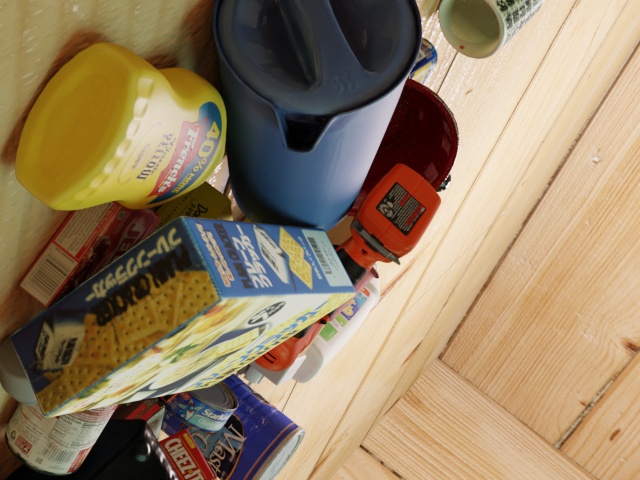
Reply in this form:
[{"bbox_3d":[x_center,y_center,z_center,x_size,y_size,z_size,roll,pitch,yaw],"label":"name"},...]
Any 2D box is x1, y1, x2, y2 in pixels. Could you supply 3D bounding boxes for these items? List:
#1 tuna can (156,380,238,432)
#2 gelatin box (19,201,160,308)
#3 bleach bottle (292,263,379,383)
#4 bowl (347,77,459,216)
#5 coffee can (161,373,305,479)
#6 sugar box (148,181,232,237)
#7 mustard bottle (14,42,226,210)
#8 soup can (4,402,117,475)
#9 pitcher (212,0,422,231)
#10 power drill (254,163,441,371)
[{"bbox_3d":[-0.129,0.158,1.098,0.034,0.086,0.086,-54,167,10],"label":"tuna can"},{"bbox_3d":[-0.157,0.007,0.738,0.089,0.030,0.073,-53,166,1],"label":"gelatin box"},{"bbox_3d":[0.009,0.082,1.382,0.068,0.102,0.250,-52,176,35],"label":"bleach bottle"},{"bbox_3d":[0.042,-0.098,0.969,0.055,0.162,0.162,-93,-158,-48],"label":"bowl"},{"bbox_3d":[-0.102,0.210,1.196,0.102,0.140,0.103,-49,166,-17],"label":"coffee can"},{"bbox_3d":[-0.113,0.023,0.893,0.093,0.048,0.176,-49,165,-17],"label":"sugar box"},{"bbox_3d":[-0.107,-0.064,0.668,0.096,0.058,0.191,-57,167,10],"label":"mustard bottle"},{"bbox_3d":[-0.193,0.123,0.829,0.102,0.068,0.068,-57,166,18],"label":"soup can"},{"bbox_3d":[-0.009,-0.104,0.782,0.149,0.145,0.243,-35,165,-18],"label":"pitcher"},{"bbox_3d":[0.026,0.018,0.944,0.188,0.057,0.184,-49,-177,37],"label":"power drill"}]
